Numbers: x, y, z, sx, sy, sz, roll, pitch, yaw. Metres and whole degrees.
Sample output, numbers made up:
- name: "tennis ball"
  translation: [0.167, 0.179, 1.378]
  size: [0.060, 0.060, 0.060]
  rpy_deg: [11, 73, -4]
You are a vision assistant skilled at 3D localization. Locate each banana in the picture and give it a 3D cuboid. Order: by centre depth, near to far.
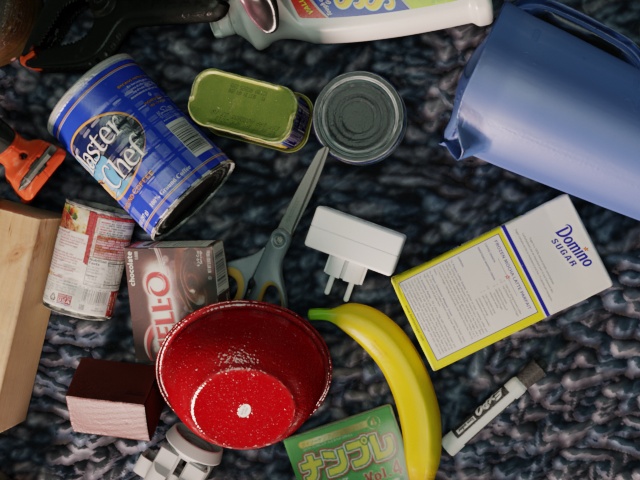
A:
- name: "banana"
  translation: [0.067, 0.131, 0.978]
  size: [0.069, 0.037, 0.198]
  rpy_deg: [-32, 85, 4]

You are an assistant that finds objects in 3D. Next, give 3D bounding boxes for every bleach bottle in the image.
- name: "bleach bottle"
  translation: [0.023, -0.218, 0.964]
  size: [0.251, 0.068, 0.102]
  rpy_deg: [-12, 88, 10]

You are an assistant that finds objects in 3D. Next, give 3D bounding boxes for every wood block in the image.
- name: "wood block"
  translation: [-0.311, 0.068, 1.003]
  size: [0.090, 0.090, 0.206]
  rpy_deg: [14, 94, 7]

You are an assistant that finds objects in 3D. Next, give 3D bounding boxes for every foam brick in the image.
- name: "foam brick"
  translation: [-0.191, 0.148, 0.998]
  size: [0.078, 0.053, 0.051]
  rpy_deg: [6, 129, 8]

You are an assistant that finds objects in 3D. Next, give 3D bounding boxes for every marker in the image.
- name: "marker"
  translation: [0.160, 0.151, 0.977]
  size: [0.121, 0.020, 0.020]
  rpy_deg: [-43, 86, 7]

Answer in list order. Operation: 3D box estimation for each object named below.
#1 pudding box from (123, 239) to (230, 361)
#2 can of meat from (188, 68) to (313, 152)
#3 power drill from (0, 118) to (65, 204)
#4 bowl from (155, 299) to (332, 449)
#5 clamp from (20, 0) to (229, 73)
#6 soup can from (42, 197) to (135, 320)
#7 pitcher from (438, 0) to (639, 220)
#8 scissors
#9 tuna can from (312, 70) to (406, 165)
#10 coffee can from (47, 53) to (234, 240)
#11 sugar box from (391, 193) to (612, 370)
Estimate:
- name: "pudding box"
  translation: [-0.130, 0.056, 0.990]
  size: [0.090, 0.039, 0.113]
  rpy_deg: [-1, 100, 16]
- name: "can of meat"
  translation: [-0.063, -0.118, 0.966]
  size: [0.102, 0.084, 0.057]
  rpy_deg: [15, 93, 7]
- name: "power drill"
  translation: [-0.329, -0.109, 0.980]
  size: [0.187, 0.185, 0.057]
  rpy_deg: [37, 79, -14]
- name: "bowl"
  translation: [-0.069, 0.133, 0.953]
  size: [0.162, 0.055, 0.162]
  rpy_deg: [-1, 122, -1]
- name: "clamp"
  translation: [-0.198, -0.232, 0.997]
  size: [0.210, 0.036, 0.164]
  rpy_deg: [-27, 73, 17]
- name: "soup can"
  translation: [-0.216, 0.017, 0.999]
  size: [0.068, 0.068, 0.102]
  rpy_deg: [15, 94, 7]
- name: "pitcher"
  translation: [0.237, -0.105, 0.913]
  size: [0.243, 0.145, 0.149]
  rpy_deg: [24, 107, 3]
- name: "scissors"
  translation: [-0.056, 0.001, 0.991]
  size: [0.096, 0.016, 0.202]
  rpy_deg: [14, 101, 12]
- name: "tuna can"
  translation: [0.036, -0.112, 0.978]
  size: [0.086, 0.033, 0.086]
  rpy_deg: [0, 92, 8]
- name: "coffee can"
  translation: [-0.163, -0.085, 0.971]
  size: [0.103, 0.102, 0.140]
  rpy_deg: [-45, 86, 7]
- name: "sugar box"
  translation: [0.161, 0.037, 0.961]
  size: [0.176, 0.048, 0.093]
  rpy_deg: [-26, 88, 4]
